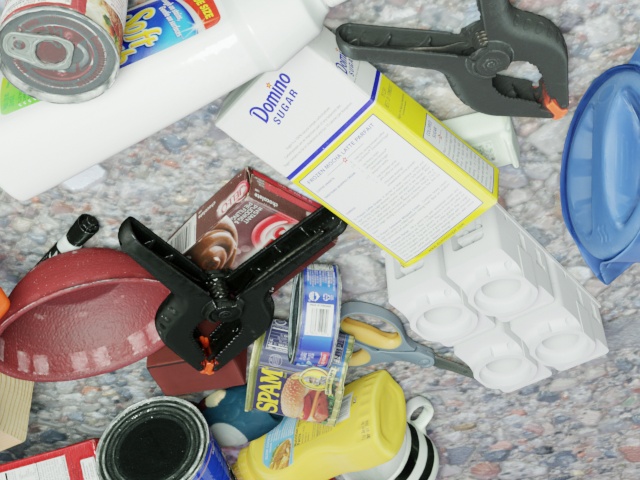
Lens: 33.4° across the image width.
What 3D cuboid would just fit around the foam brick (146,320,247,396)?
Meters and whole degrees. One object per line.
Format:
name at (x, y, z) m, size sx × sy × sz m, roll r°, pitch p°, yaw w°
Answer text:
foam brick at (-0.107, 0.097, 0.937) m, size 0.078 × 0.053 × 0.051 m, roll -10°, pitch 140°, yaw 11°

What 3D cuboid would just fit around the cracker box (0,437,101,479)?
cracker box at (-0.277, 0.249, 1.033) m, size 0.214 × 0.072 × 0.164 m, roll -17°, pitch 169°, yaw 8°

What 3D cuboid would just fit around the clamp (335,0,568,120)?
clamp at (0.108, -0.132, 0.680) m, size 0.171 × 0.039 × 0.120 m, roll 18°, pitch 141°, yaw -32°

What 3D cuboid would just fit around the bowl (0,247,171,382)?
bowl at (-0.189, 0.053, 0.856) m, size 0.162 × 0.055 × 0.162 m, roll -17°, pitch 153°, yaw -9°

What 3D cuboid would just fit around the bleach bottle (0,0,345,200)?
bleach bottle at (-0.095, -0.115, 0.659) m, size 0.251 × 0.102 × 0.068 m, roll -24°, pitch 130°, yaw 15°

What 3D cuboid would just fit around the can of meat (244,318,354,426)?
can of meat at (-0.019, 0.117, 0.945) m, size 0.084 × 0.057 × 0.102 m, roll 12°, pitch 139°, yaw 2°

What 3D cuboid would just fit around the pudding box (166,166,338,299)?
pudding box at (-0.056, 0.001, 0.832) m, size 0.089 × 0.039 × 0.114 m, roll 27°, pitch 133°, yaw -32°

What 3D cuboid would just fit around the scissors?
scissors at (0.076, 0.112, 0.991) m, size 0.096 × 0.016 × 0.201 m, roll -30°, pitch 132°, yaw 32°

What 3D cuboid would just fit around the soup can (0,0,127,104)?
soup can at (-0.145, -0.137, 0.612) m, size 0.068 × 0.102 × 0.068 m, roll -1°, pitch 141°, yaw -1°

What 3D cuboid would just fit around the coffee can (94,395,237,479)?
coffee can at (-0.130, 0.221, 0.961) m, size 0.103 × 0.103 × 0.140 m, roll -9°, pitch 138°, yaw 8°

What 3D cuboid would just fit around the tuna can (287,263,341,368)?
tuna can at (-0.006, 0.061, 0.871) m, size 0.033 × 0.086 × 0.086 m, roll 5°, pitch 140°, yaw -6°

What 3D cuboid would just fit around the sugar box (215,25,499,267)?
sugar box at (0.027, -0.064, 0.724) m, size 0.176 × 0.048 × 0.093 m, roll 39°, pitch 126°, yaw -17°

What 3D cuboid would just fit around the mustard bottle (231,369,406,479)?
mustard bottle at (-0.011, 0.195, 1.024) m, size 0.192 × 0.096 × 0.058 m, roll -27°, pitch 120°, yaw 27°

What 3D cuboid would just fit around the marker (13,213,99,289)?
marker at (-0.213, 0.015, 0.858) m, size 0.020 × 0.020 × 0.121 m, roll 25°, pitch 134°, yaw -29°

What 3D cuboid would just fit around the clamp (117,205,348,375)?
clamp at (-0.085, 0.039, 0.808) m, size 0.164 × 0.036 × 0.210 m, roll 0°, pitch 144°, yaw -23°
